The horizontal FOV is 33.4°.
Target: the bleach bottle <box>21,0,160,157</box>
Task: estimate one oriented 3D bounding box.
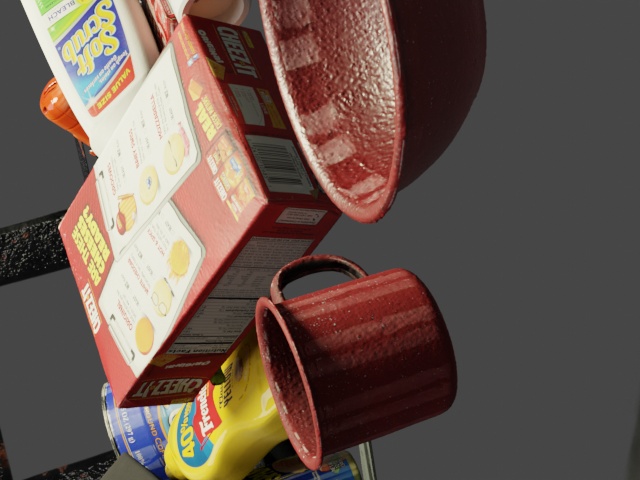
[{"bbox_3d":[-0.175,-0.151,0.918,0.251,0.102,0.068,60,-178,26],"label":"bleach bottle"}]

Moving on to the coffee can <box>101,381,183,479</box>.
[{"bbox_3d":[-0.101,0.144,0.911,0.103,0.140,0.103,-23,-89,-88],"label":"coffee can"}]

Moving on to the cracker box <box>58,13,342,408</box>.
[{"bbox_3d":[-0.087,-0.015,0.715,0.214,0.071,0.164,-52,50,35],"label":"cracker box"}]

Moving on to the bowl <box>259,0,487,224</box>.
[{"bbox_3d":[0.023,-0.091,0.439,0.162,0.055,0.162,164,90,-75],"label":"bowl"}]

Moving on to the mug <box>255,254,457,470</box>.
[{"bbox_3d":[0.015,0.055,0.567,0.093,0.081,0.117,92,156,-49],"label":"mug"}]

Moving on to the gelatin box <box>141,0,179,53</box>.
[{"bbox_3d":[-0.132,-0.199,0.924,0.073,0.030,0.089,98,152,-58],"label":"gelatin box"}]

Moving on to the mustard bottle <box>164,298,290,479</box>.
[{"bbox_3d":[-0.065,0.131,0.799,0.192,0.058,0.096,-47,34,38],"label":"mustard bottle"}]

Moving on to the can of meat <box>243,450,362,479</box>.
[{"bbox_3d":[-0.018,0.197,0.822,0.102,0.083,0.057,161,92,-75],"label":"can of meat"}]
